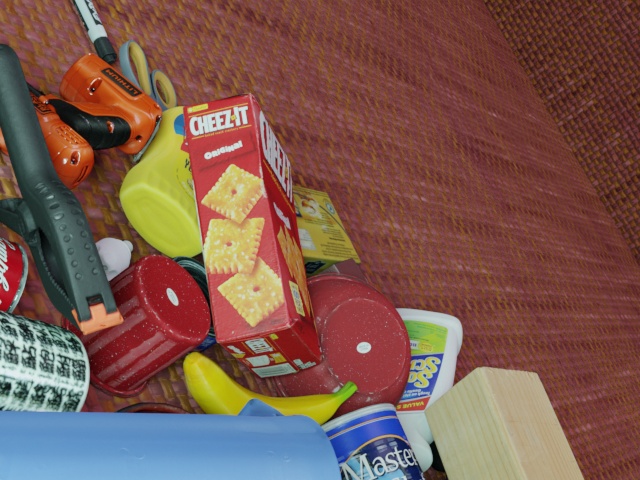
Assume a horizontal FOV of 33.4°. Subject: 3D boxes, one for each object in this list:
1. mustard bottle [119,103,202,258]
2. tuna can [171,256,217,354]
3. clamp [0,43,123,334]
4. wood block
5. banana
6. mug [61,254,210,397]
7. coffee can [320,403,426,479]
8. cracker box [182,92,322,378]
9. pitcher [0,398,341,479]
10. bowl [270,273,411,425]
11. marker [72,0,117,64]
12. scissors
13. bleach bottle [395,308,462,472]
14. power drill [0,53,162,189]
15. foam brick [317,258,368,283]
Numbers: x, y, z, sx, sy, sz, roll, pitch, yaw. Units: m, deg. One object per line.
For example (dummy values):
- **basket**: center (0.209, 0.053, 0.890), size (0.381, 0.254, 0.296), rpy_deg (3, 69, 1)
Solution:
- **mustard bottle**: center (-0.132, -0.075, 1.037), size (0.096, 0.058, 0.191), rpy_deg (48, 31, -28)
- **tuna can**: center (-0.117, 0.057, 0.952), size (0.086, 0.034, 0.086), rpy_deg (42, 28, -28)
- **clamp**: center (-0.193, -0.012, 0.747), size (0.036, 0.165, 0.210), rpy_deg (-18, 60, -26)
- **wood block**: center (0.189, 0.233, 1.018), size (0.090, 0.090, 0.206), rpy_deg (11, 47, -37)
- **banana**: center (-0.053, 0.140, 0.933), size (0.197, 0.069, 0.037), rpy_deg (16, 7, -44)
- **mug**: center (-0.139, 0.059, 0.851), size (0.093, 0.082, 0.117), rpy_deg (51, 25, -10)
- **coffee can**: center (0.047, 0.230, 0.951), size (0.102, 0.103, 0.140), rpy_deg (12, 49, -57)
- **cracker box**: center (-0.056, 0.001, 0.949), size (0.164, 0.072, 0.214), rpy_deg (62, 17, -70)
- **pitcher**: center (-0.115, 0.170, 0.622), size (0.242, 0.145, 0.149), rpy_deg (9, 6, -26)
- **bowl**: center (0.030, 0.105, 1.037), size (0.161, 0.055, 0.162), rpy_deg (7, 74, -24)
- **marker**: center (-0.241, -0.234, 1.111), size (0.020, 0.020, 0.121), rpy_deg (4, 56, -60)
- **scissors**: center (-0.165, -0.114, 1.103), size (0.096, 0.016, 0.202), rpy_deg (21, 48, -64)
- **bleach bottle**: center (0.097, 0.170, 1.133), size (0.102, 0.068, 0.250), rpy_deg (8, 32, 4)
- **power drill**: center (-0.233, -0.118, 0.904), size (0.184, 0.057, 0.187), rpy_deg (41, 23, 9)
- **foam brick**: center (0.010, 0.062, 1.128), size (0.053, 0.078, 0.051), rpy_deg (59, 26, 9)
